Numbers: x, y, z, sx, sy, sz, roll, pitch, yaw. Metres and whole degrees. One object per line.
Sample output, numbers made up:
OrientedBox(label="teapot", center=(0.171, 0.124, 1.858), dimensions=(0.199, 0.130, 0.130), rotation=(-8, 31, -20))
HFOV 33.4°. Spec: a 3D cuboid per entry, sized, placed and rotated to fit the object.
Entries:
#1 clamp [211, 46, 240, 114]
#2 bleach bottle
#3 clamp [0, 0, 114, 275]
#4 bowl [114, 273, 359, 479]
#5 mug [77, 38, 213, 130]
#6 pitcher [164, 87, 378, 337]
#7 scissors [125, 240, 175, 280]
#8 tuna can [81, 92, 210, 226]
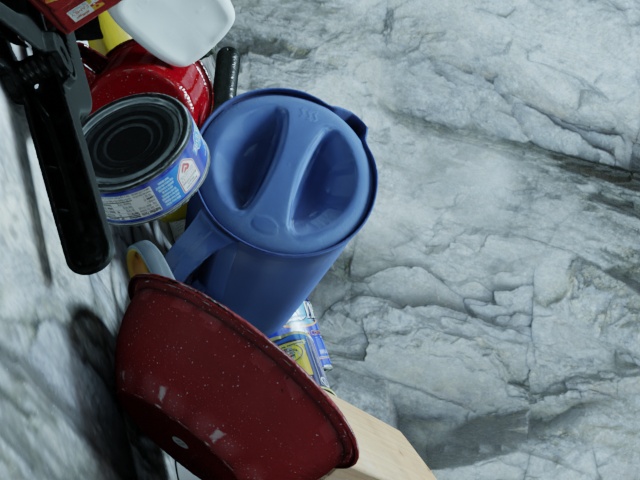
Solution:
OrientedBox(label="clamp", center=(-0.100, -0.103, 1.076), dimensions=(0.171, 0.039, 0.120), rotation=(-86, 177, -47))
OrientedBox(label="bleach bottle", center=(-0.159, -0.233, 0.775), dimensions=(0.251, 0.068, 0.102), rotation=(52, 7, 32))
OrientedBox(label="clamp", center=(-0.158, -0.099, 0.572), dimensions=(0.210, 0.036, 0.164), rotation=(-108, 176, -53))
OrientedBox(label="bowl", center=(-0.059, 0.092, 0.585), dimensions=(0.162, 0.055, 0.162), rotation=(32, -25, 17))
OrientedBox(label="mug", center=(-0.136, -0.103, 0.773), dimensions=(0.117, 0.093, 0.081), rotation=(39, 15, -14))
OrientedBox(label="pitcher", center=(-0.056, 0.001, 0.841), dimensions=(0.243, 0.149, 0.145), rotation=(118, -26, -63))
OrientedBox(label="scissors", center=(-0.082, 0.057, 0.658), dimensions=(0.202, 0.016, 0.096), rotation=(34, -43, 58))
OrientedBox(label="tuna can", center=(-0.114, -0.052, 0.663), dimensions=(0.033, 0.086, 0.086), rotation=(67, 3, -47))
